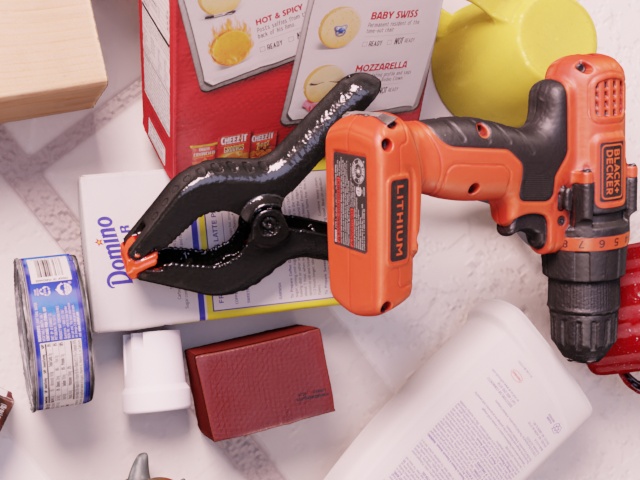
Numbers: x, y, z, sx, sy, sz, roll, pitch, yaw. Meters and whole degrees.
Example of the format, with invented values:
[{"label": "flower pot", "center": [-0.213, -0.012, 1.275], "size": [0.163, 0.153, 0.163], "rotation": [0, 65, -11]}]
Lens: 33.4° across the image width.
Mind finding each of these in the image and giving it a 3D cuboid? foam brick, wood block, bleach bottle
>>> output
[{"label": "foam brick", "center": [-0.038, 0.084, 0.642], "size": [0.078, 0.051, 0.053], "rotation": [-11, 92, -17]}, {"label": "wood block", "center": [-0.230, -0.103, 0.573], "size": [0.205, 0.090, 0.091], "rotation": [-13, 91, -17]}, {"label": "bleach bottle", "center": [0.047, 0.153, 0.660], "size": [0.250, 0.068, 0.102], "rotation": [-40, 98, -12]}]

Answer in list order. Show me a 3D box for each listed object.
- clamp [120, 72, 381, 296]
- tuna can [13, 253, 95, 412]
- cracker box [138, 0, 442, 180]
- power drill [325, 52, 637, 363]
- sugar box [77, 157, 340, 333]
[{"label": "clamp", "center": [-0.029, -0.026, 0.596], "size": [0.171, 0.039, 0.120], "rotation": [-12, 108, -16]}, {"label": "tuna can", "center": [-0.148, 0.050, 0.592], "size": [0.033, 0.086, 0.086], "rotation": [-6, 89, -19]}, {"label": "cracker box", "center": [-0.014, -0.146, 0.580], "size": [0.164, 0.072, 0.214], "rotation": [-15, 137, -22]}, {"label": "power drill", "center": [0.096, -0.008, 0.598], "size": [0.187, 0.057, 0.184], "rotation": [-8, 101, -29]}, {"label": "sugar box", "center": [-0.054, 0.001, 0.645], "size": [0.176, 0.048, 0.093], "rotation": [-5, 89, -13]}]
